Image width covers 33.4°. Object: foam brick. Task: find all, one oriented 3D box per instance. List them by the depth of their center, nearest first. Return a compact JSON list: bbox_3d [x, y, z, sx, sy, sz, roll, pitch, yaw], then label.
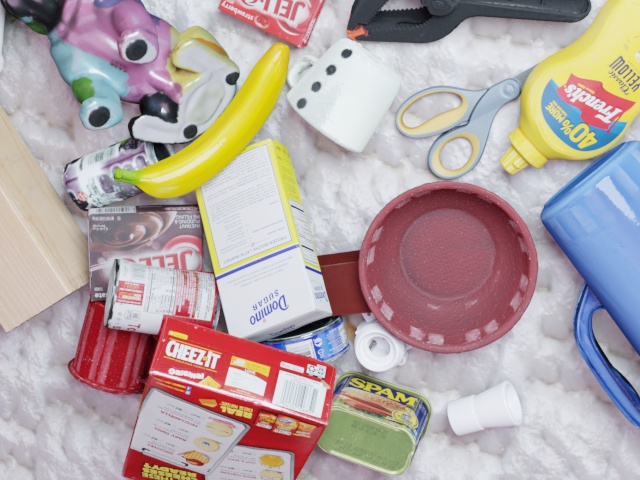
[{"bbox_3d":[0.018,0.042,1.027,0.078,0.051,0.053,-7,102,17],"label":"foam brick"}]

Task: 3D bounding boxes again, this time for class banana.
[{"bbox_3d":[-0.095,-0.099,0.980,0.197,0.069,0.037,-41,60,-6],"label":"banana"}]

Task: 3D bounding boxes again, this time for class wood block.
[{"bbox_3d":[-0.322,-0.024,1.083,0.091,0.090,0.206,-31,94,20],"label":"wood block"}]

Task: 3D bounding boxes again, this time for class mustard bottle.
[{"bbox_3d":[0.230,-0.126,0.915,0.096,0.058,0.192,41,110,-17],"label":"mustard bottle"}]

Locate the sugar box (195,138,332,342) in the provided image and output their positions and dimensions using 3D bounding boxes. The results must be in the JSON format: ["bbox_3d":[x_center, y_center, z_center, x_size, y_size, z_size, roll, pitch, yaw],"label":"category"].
[{"bbox_3d":[-0.057,0.001,1.003,0.093,0.048,0.176,-21,73,20],"label":"sugar box"}]

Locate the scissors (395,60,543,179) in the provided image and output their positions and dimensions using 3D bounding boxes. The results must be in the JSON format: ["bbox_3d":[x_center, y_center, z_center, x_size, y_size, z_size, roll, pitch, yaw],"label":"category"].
[{"bbox_3d":[0.168,-0.116,0.963,0.202,0.016,0.096,-12,103,18],"label":"scissors"}]

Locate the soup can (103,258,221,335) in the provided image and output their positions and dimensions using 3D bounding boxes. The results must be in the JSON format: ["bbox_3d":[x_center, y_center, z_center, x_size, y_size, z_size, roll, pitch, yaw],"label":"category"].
[{"bbox_3d":[-0.150,0.057,1.019,0.102,0.068,0.068,9,109,-14],"label":"soup can"}]

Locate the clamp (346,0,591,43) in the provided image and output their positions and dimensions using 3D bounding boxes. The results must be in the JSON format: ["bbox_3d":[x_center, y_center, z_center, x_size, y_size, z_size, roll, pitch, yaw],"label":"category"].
[{"bbox_3d":[0.100,-0.220,0.900,0.210,0.036,0.164,-8,145,35],"label":"clamp"}]

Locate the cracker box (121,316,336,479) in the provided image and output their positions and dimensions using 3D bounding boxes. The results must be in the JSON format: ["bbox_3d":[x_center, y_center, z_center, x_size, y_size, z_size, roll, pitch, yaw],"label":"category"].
[{"bbox_3d":[-0.092,0.173,1.015,0.164,0.072,0.214,17,141,-5],"label":"cracker box"}]

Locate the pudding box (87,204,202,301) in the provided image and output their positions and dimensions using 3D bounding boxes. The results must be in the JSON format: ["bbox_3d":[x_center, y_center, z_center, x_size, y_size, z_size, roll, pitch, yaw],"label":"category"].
[{"bbox_3d":[-0.173,0.011,1.058,0.113,0.039,0.090,-1,105,-9],"label":"pudding box"}]

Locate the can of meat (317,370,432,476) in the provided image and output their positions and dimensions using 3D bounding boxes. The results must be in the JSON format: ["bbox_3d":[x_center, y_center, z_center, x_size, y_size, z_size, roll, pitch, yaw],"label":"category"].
[{"bbox_3d":[0.051,0.178,1.036,0.102,0.083,0.057,18,108,10],"label":"can of meat"}]

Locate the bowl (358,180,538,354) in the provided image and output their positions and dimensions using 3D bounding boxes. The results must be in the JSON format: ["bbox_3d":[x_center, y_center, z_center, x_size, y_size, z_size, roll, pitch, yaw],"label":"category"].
[{"bbox_3d":[0.117,0.020,0.985,0.162,0.055,0.162,2,104,6],"label":"bowl"}]

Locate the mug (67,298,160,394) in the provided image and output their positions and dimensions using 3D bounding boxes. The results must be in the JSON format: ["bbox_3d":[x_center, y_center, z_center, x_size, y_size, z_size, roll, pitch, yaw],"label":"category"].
[{"bbox_3d":[-0.193,0.104,1.077,0.117,0.093,0.081,26,107,36],"label":"mug"}]

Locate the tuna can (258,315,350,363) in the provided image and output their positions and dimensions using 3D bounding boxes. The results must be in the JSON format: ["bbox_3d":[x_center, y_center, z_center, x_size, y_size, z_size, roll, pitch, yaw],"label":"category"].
[{"bbox_3d":[-0.016,0.098,1.033,0.086,0.086,0.034,-12,99,18],"label":"tuna can"}]

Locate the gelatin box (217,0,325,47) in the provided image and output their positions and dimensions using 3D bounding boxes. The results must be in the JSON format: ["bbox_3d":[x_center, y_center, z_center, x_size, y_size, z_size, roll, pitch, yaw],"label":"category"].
[{"bbox_3d":[-0.040,-0.229,0.982,0.089,0.030,0.073,27,110,7],"label":"gelatin box"}]
